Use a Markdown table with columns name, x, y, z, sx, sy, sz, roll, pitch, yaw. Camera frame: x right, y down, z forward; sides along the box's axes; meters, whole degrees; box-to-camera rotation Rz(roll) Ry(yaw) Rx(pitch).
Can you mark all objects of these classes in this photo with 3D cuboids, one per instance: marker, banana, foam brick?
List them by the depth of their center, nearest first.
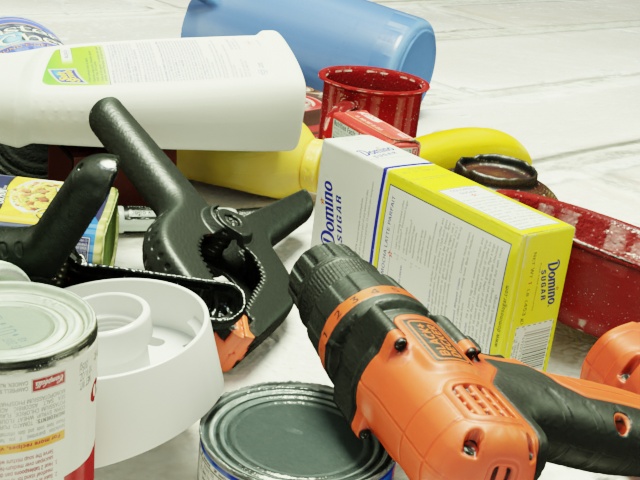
| name | x | y | z | sx | sy | sz | roll | pitch | yaw |
| --- | --- | --- | --- | --- | --- | --- | --- | --- | --- |
| marker | -0.090 | -0.014 | 0.733 | 0.121 | 0.020 | 0.020 | 0 | 22 | -16 |
| foam brick | -0.146 | -0.045 | 0.751 | 0.078 | 0.053 | 0.051 | -6 | 25 | -30 |
| banana | 0.095 | -0.053 | 0.818 | 0.197 | 0.070 | 0.037 | -6 | 28 | -30 |

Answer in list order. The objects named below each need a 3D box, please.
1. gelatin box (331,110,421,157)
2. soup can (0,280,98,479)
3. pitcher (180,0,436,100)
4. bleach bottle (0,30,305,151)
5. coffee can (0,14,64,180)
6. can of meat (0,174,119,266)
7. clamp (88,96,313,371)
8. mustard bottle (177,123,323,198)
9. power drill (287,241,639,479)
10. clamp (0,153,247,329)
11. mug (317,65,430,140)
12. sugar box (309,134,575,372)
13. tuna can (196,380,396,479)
| name | x | y | z | sx | sy | sz | roll | pitch | yaw |
| --- | --- | --- | --- | --- | --- | --- | --- | --- | --- |
| gelatin box | 0.034 | -0.037 | 0.730 | 0.030 | 0.089 | 0.073 | -5 | 24 | -27 |
| soup can | -0.116 | 0.074 | 0.390 | 0.068 | 0.102 | 0.068 | 5 | 21 | -2 |
| pitcher | -0.007 | -0.197 | 1.096 | 0.243 | 0.145 | 0.149 | 21 | 37 | 23 |
| bleach bottle | -0.142 | -0.103 | 0.731 | 0.250 | 0.068 | 0.103 | -2 | 33 | -17 |
| coffee can | -0.226 | -0.109 | 0.820 | 0.102 | 0.103 | 0.140 | -4 | 24 | -25 |
| can of meat | -0.165 | -0.001 | 0.629 | 0.084 | 0.057 | 0.102 | 6 | 21 | -6 |
| clamp | -0.054 | 0.001 | 0.638 | 0.164 | 0.036 | 0.210 | 20 | 30 | -31 |
| mustard bottle | -0.066 | -0.072 | 0.834 | 0.192 | 0.058 | 0.096 | 13 | 23 | 18 |
| power drill | 0.088 | 0.062 | 0.487 | 0.187 | 0.057 | 0.185 | 9 | 23 | -26 |
| clamp | -0.134 | 0.011 | 0.525 | 0.172 | 0.120 | 0.039 | -9 | 42 | 19 |
| mug | 0.035 | -0.092 | 0.881 | 0.093 | 0.081 | 0.117 | 16 | 23 | 23 |
| sugar box | 0.063 | 0.006 | 0.625 | 0.048 | 0.093 | 0.176 | -8 | 26 | -33 |
| tuna can | -0.010 | 0.096 | 0.458 | 0.086 | 0.034 | 0.086 | 5 | 21 | -2 |
